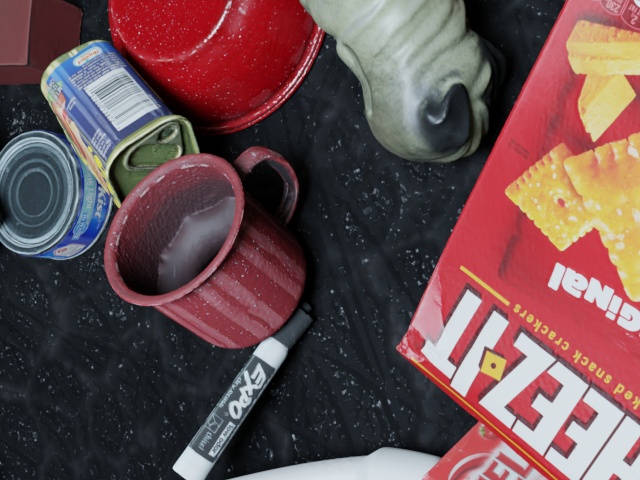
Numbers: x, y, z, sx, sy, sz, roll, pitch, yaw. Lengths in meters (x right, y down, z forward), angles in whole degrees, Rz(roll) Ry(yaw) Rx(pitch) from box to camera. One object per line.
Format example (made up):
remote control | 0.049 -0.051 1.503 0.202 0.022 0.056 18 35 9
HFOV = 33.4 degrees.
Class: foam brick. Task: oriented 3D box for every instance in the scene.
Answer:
foam brick | -0.209 -0.138 0.730 0.078 0.051 0.053 3 86 29

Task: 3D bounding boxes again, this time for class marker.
marker | -0.042 0.086 0.615 0.020 0.020 0.121 29 79 28

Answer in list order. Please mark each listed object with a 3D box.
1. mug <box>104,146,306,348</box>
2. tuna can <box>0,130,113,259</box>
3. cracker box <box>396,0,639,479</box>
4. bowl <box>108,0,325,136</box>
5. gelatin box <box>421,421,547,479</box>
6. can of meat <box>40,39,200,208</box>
mug | -0.054 0.001 0.606 0.093 0.081 0.117 28 80 42
tuna can | -0.183 -0.030 0.716 0.086 0.033 0.086 -3 85 29
cracker box | 0.142 0.009 0.443 0.164 0.071 0.214 40 125 27
bowl | -0.076 -0.148 0.654 0.162 0.055 0.162 -3 84 29
gelatin box | 0.104 0.115 0.518 0.089 0.030 0.073 -37 60 -26
can of meat | -0.117 -0.061 0.645 0.057 0.102 0.084 -35 63 -13
